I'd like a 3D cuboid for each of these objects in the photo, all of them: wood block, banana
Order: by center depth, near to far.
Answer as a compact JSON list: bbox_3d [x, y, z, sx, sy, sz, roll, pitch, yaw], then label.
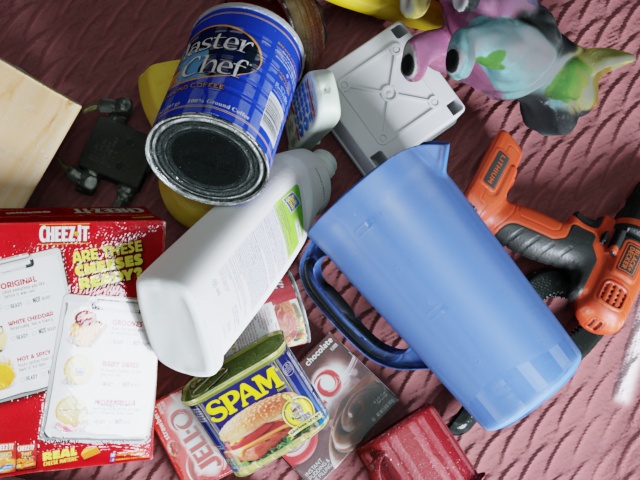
[{"bbox_3d":[-0.294,-0.049,0.915,0.090,0.091,0.206,30,91,-15],"label":"wood block"},{"bbox_3d":[0.050,-0.228,1.000,0.197,0.070,0.037,5,115,-44],"label":"banana"}]

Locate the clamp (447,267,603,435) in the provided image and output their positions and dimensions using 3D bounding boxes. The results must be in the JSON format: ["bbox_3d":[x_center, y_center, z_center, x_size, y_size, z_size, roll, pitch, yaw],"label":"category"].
[{"bbox_3d":[0.189,0.090,1.001,0.210,0.036,0.164,-7,80,-6],"label":"clamp"}]

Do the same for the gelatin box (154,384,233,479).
[{"bbox_3d":[-0.106,0.173,0.961,0.073,0.030,0.089,-26,85,-9],"label":"gelatin box"}]

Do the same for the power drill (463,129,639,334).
[{"bbox_3d":[0.230,-0.025,0.998,0.188,0.057,0.184,30,58,6],"label":"power drill"}]

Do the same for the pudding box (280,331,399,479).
[{"bbox_3d":[0.000,0.153,0.971,0.090,0.039,0.113,44,80,1],"label":"pudding box"}]

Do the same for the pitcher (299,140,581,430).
[{"bbox_3d":[0.103,0.048,0.933,0.144,0.149,0.243,-37,85,-23],"label":"pitcher"}]

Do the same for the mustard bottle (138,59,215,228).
[{"bbox_3d":[-0.103,-0.068,0.979,0.096,0.058,0.191,-8,83,-32],"label":"mustard bottle"}]

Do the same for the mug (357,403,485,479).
[{"bbox_3d":[0.079,0.202,0.940,0.117,0.093,0.081,-22,76,-53],"label":"mug"}]

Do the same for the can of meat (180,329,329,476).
[{"bbox_3d":[-0.054,0.140,0.911,0.102,0.057,0.084,-30,104,2],"label":"can of meat"}]

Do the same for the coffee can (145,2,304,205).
[{"bbox_3d":[-0.077,-0.114,0.888,0.102,0.103,0.140,17,51,-4],"label":"coffee can"}]

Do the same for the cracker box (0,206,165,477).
[{"bbox_3d":[-0.220,0.081,0.885,0.164,0.072,0.214,-2,104,-26],"label":"cracker box"}]

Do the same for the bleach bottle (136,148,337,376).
[{"bbox_3d":[-0.056,0.001,0.927,0.068,0.102,0.250,11,39,29],"label":"bleach bottle"}]

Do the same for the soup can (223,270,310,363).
[{"bbox_3d":[-0.067,0.074,0.961,0.102,0.068,0.068,-16,84,-8],"label":"soup can"}]
